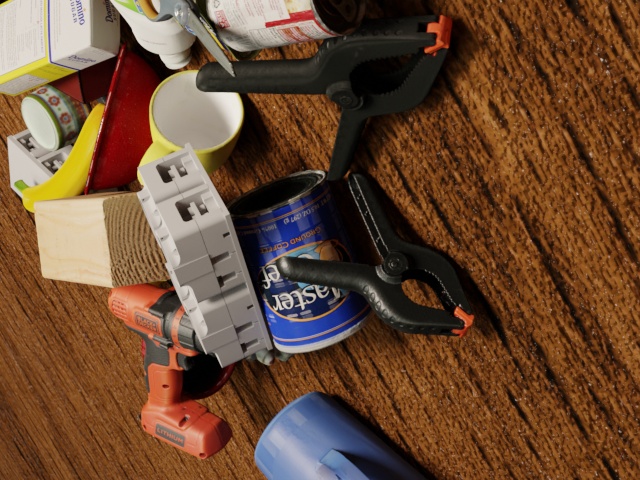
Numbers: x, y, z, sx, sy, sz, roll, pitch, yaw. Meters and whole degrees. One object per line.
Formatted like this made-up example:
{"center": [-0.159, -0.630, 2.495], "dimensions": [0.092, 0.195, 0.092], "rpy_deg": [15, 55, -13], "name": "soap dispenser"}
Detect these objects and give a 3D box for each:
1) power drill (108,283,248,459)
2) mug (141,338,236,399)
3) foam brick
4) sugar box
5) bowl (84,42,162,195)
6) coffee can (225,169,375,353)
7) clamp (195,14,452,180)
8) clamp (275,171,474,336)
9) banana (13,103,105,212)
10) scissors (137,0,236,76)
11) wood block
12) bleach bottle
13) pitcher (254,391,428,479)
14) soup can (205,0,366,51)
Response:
{"center": [-0.140, 0.139, 1.134], "dimensions": [0.185, 0.057, 0.188], "rpy_deg": [20, 126, 33], "name": "power drill"}
{"center": [-0.162, 0.121, 1.261], "dimensions": [0.082, 0.093, 0.117], "rpy_deg": [23, 139, 46], "name": "mug"}
{"center": [-0.266, -0.193, 1.171], "dimensions": [0.078, 0.052, 0.051], "rpy_deg": [31, 138, 34], "name": "foam brick"}
{"center": [-0.280, -0.217, 1.107], "dimensions": [0.177, 0.048, 0.093], "rpy_deg": [-10, 78, 36], "name": "sugar box"}
{"center": [-0.196, -0.118, 1.096], "dimensions": [0.055, 0.162, 0.162], "rpy_deg": [15, 144, -11], "name": "bowl"}
{"center": [-0.019, 0.019, 0.991], "dimensions": [0.103, 0.102, 0.140], "rpy_deg": [0, 117, 51], "name": "coffee can"}
{"center": [0.026, -0.118, 0.849], "dimensions": [0.210, 0.036, 0.164], "rpy_deg": [-17, 140, 37], "name": "clamp"}
{"center": [0.061, 0.017, 0.917], "dimensions": [0.171, 0.120, 0.039], "rpy_deg": [28, 162, 4], "name": "clamp"}
{"center": [-0.292, -0.080, 1.223], "dimensions": [0.198, 0.037, 0.069], "rpy_deg": [-32, 83, 35], "name": "banana"}
{"center": [-0.104, -0.194, 0.808], "dimensions": [0.202, 0.016, 0.096], "rpy_deg": [37, 130, 54], "name": "scissors"}
{"center": [-0.222, -0.005, 1.128], "dimensions": [0.206, 0.090, 0.090], "rpy_deg": [2, 100, 57], "name": "wood block"}
{"center": [-0.175, -0.257, 0.958], "dimensions": [0.103, 0.068, 0.251], "rpy_deg": [24, 153, 31], "name": "bleach bottle"}
{"center": [0.045, 0.264, 1.086], "dimensions": [0.243, 0.144, 0.149], "rpy_deg": [41, 122, 27], "name": "pitcher"}
{"center": [-0.026, -0.179, 0.788], "dimensions": [0.102, 0.068, 0.068], "rpy_deg": [-1, 117, 39], "name": "soup can"}
